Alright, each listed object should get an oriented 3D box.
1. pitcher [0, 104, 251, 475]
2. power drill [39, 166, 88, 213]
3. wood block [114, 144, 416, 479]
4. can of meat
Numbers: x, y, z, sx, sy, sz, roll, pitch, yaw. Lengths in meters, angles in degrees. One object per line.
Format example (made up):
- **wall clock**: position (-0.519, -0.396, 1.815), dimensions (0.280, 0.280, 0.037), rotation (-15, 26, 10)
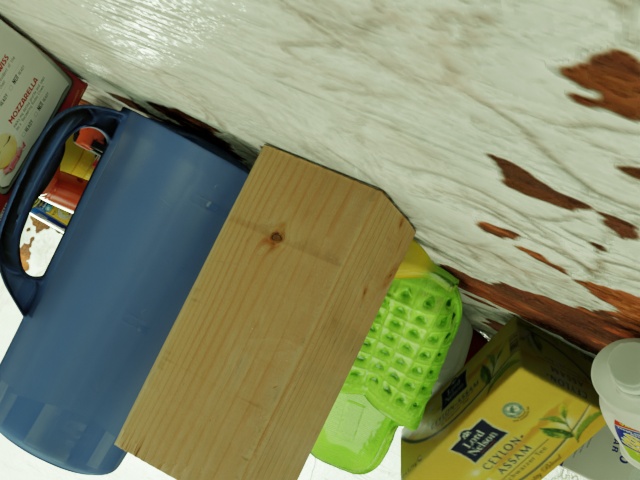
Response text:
- **pitcher**: position (-0.144, 0.032, 0.752), dimensions (0.149, 0.243, 0.144), rotation (29, 180, 24)
- **power drill**: position (-0.200, -0.034, 0.995), dimensions (0.187, 0.057, 0.185), rotation (26, 167, -33)
- **wood block**: position (-0.031, 0.058, 0.675), dimensions (0.091, 0.206, 0.090), rotation (23, 173, 24)
- **can of meat**: position (-0.279, -0.063, 1.158), dimensions (0.058, 0.102, 0.083), rotation (22, 170, 35)
